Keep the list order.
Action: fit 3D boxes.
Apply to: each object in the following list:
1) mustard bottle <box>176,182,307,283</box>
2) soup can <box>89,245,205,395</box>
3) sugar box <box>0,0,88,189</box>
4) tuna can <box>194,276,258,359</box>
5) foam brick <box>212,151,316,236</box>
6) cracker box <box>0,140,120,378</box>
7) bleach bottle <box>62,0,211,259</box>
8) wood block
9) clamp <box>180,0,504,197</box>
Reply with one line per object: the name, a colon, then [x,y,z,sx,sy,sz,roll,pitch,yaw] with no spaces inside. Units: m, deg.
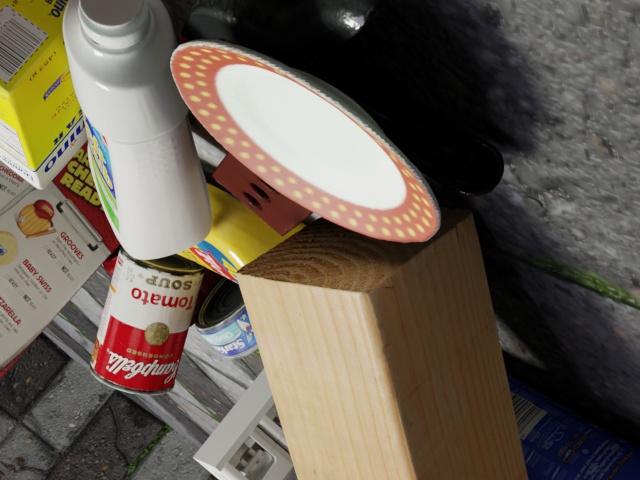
mustard bottle: [-0.055,0.001,0.739,0.192,0.058,0.096,23,164,39]
soup can: [-0.132,0.058,0.819,0.068,0.102,0.068,16,-166,-4]
sugar box: [-0.158,-0.098,0.630,0.048,0.093,0.176,37,165,4]
tuna can: [-0.055,0.048,0.816,0.033,0.086,0.086,46,162,-21]
foam brick: [-0.016,-0.043,0.549,0.053,0.051,0.078,40,164,-4]
cracker box: [-0.255,-0.016,0.839,0.164,0.213,0.072,45,164,-21]
bleach bottle: [-0.101,-0.072,0.579,0.251,0.068,0.102,102,148,-71]
wood block: [0.041,0.092,0.562,0.090,0.090,0.206,7,120,43]
clamp: [-0.007,-0.082,0.447,0.172,0.039,0.120,26,159,35]
